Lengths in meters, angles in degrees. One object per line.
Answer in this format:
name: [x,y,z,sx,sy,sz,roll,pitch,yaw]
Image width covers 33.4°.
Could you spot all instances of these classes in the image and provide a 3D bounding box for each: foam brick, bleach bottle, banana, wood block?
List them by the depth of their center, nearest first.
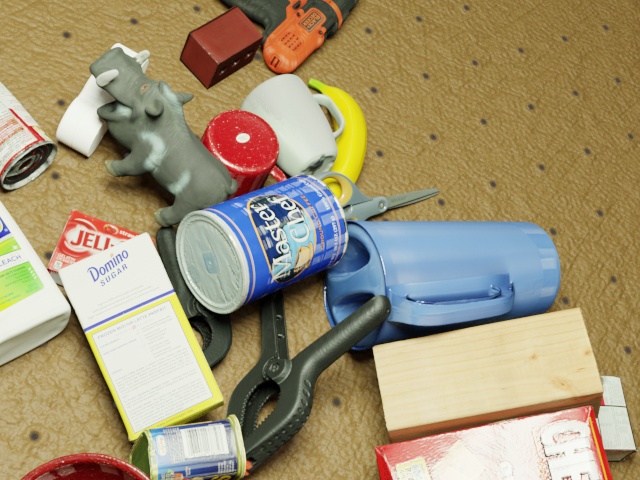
bleach bottle: [-0.342,-0.005,1.006,0.102,0.068,0.251,-29,73,-32]
wood block: [0.163,0.141,1.056,0.206,0.091,0.090,-12,61,5]
foam brick: [-0.114,-0.222,1.227,0.051,0.053,0.078,46,57,7]
banana: [0.019,-0.105,1.228,0.069,0.037,0.198,-4,57,7]

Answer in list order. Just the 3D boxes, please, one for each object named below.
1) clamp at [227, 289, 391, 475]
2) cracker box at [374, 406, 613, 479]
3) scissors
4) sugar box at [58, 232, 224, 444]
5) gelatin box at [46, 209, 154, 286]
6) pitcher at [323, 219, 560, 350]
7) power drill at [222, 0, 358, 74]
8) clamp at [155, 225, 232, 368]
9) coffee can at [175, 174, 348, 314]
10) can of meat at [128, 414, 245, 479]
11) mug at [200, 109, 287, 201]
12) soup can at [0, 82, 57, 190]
clamp: [-0.026,0.127,1.026,0.036,0.165,0.210,46,55,-38]
cracker box: [0.171,0.259,1.005,0.214,0.072,0.164,-12,63,5]
scissors: [0.056,-0.055,1.196,0.201,0.016,0.096,-31,118,-31]
sugar box: [-0.167,0.091,0.996,0.093,0.048,0.176,-23,76,-10]
gelatin box: [-0.219,0.018,1.060,0.089,0.030,0.073,22,56,-10]
pitcher: [0.137,0.042,1.129,0.242,0.145,0.149,-4,61,-27]
power drill: [-0.057,-0.309,1.296,0.187,0.057,0.184,38,55,2]
clamp: [-0.129,0.063,1.067,0.120,0.039,0.171,24,52,-7]
coffee can: [-0.057,0.001,1.056,0.140,0.103,0.103,-23,73,-40]
can of meat: [-0.121,0.199,0.956,0.083,0.102,0.057,-3,64,-22]
mug: [-0.083,-0.079,1.140,0.117,0.082,0.093,37,55,1]
soup can: [-0.322,-0.110,1.068,0.102,0.069,0.068,47,56,8]
